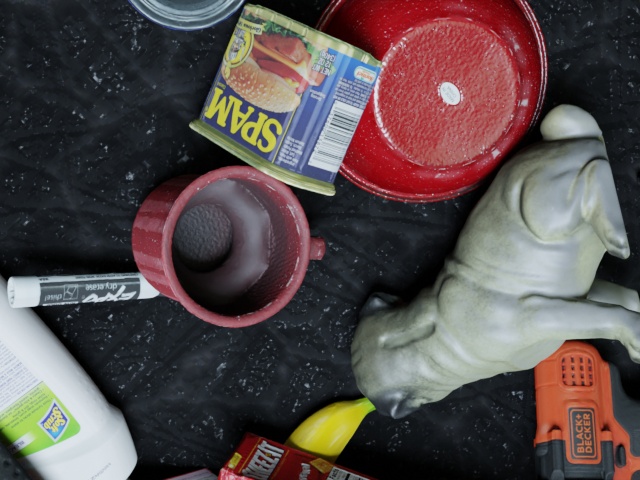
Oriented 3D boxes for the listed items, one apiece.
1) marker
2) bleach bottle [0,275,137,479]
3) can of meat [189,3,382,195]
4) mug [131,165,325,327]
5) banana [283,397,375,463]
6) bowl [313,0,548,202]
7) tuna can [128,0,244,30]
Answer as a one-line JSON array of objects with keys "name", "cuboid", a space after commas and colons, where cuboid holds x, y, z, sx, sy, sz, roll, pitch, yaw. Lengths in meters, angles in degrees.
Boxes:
[{"name": "marker", "cuboid": [-0.133, 0.029, 0.670, 0.120, 0.020, 0.020, -2, 109, -30]}, {"name": "bleach bottle", "cuboid": [-0.208, 0.095, 0.679, 0.102, 0.068, 0.250, -34, 111, 7]}, {"name": "can of meat", "cuboid": [-0.020, -0.085, 0.627, 0.057, 0.102, 0.084, 13, 105, -46]}, {"name": "mug", "cuboid": [-0.054, 0.001, 0.651, 0.117, 0.082, 0.093, -1, 94, -27]}, {"name": "banana", "cuboid": [-0.010, 0.191, 0.747, 0.069, 0.037, 0.198, 16, 105, -10]}, {"name": "bowl", "cuboid": [0.071, -0.095, 0.659, 0.162, 0.055, 0.162, -2, 108, -7]}, {"name": "tuna can", "cuboid": [-0.079, -0.167, 0.627, 0.086, 0.034, 0.086, -2, 108, -7]}]
